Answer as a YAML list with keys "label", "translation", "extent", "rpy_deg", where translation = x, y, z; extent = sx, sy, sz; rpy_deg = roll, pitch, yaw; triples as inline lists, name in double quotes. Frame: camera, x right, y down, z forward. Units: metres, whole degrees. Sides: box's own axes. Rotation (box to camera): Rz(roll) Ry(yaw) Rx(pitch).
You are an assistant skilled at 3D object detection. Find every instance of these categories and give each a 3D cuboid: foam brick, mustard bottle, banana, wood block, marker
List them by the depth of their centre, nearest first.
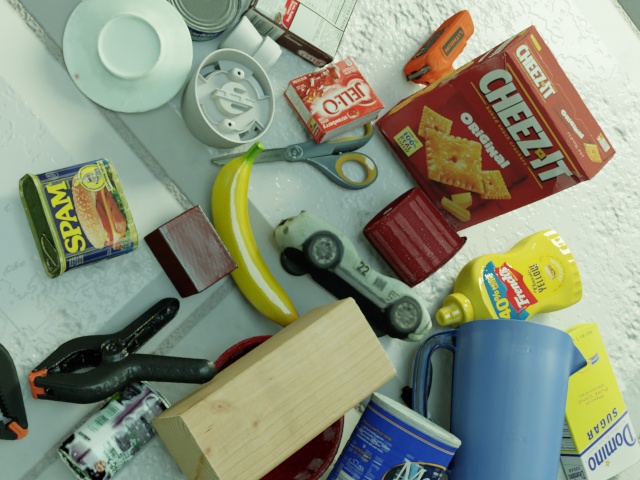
- label: "wood block"
  translation: [-0.042, 0.148, 1.013]
  extent: [0.205, 0.091, 0.090]
  rpy_deg: [-33, 96, -27]
- label: "foam brick"
  translation: [-0.132, 0.012, 1.080]
  extent: [0.051, 0.053, 0.078]
  rpy_deg: [-35, 98, -27]
- label: "banana"
  translation: [-0.074, 0.001, 1.107]
  extent: [0.037, 0.070, 0.198]
  rpy_deg: [-18, 96, -62]
- label: "marker"
  translation: [0.125, 0.214, 1.188]
  extent: [0.020, 0.020, 0.121]
  rpy_deg: [-36, 97, -27]
- label: "mustard bottle"
  translation: [0.213, 0.059, 1.240]
  extent: [0.191, 0.058, 0.096]
  rpy_deg: [-20, 89, -28]

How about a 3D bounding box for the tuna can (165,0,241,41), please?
- label: "tuna can"
  translation: [-0.130, -0.258, 1.143]
  extent: [0.086, 0.034, 0.086]
  rpy_deg: [5, 78, -26]

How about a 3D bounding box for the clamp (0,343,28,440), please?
- label: "clamp"
  translation: [-0.340, 0.099, 0.967]
  extent: [0.210, 0.036, 0.164]
  rpy_deg: [41, 66, -16]

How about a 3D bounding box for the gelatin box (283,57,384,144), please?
- label: "gelatin box"
  translation: [0.016, -0.157, 1.188]
  extent: [0.089, 0.030, 0.073]
  rpy_deg: [-26, 75, -28]

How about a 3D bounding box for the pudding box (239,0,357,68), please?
- label: "pudding box"
  translation: [-0.022, -0.260, 1.196]
  extent: [0.113, 0.039, 0.090]
  rpy_deg: [29, 68, -21]

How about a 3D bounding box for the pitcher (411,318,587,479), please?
- label: "pitcher"
  translation: [0.188, 0.211, 1.150]
  extent: [0.144, 0.149, 0.243]
  rpy_deg: [29, 62, -43]

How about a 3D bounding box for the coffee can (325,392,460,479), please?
- label: "coffee can"
  translation: [0.064, 0.240, 1.082]
  extent: [0.102, 0.103, 0.140]
  rpy_deg: [29, 88, -19]

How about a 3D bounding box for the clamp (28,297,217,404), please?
- label: "clamp"
  translation: [-0.194, 0.107, 1.024]
  extent: [0.171, 0.120, 0.039]
  rpy_deg: [-9, 122, -14]

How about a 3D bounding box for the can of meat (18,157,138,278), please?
- label: "can of meat"
  translation: [-0.233, -0.024, 1.034]
  extent: [0.083, 0.058, 0.102]
  rpy_deg: [-18, 89, -31]

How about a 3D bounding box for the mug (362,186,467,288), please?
- label: "mug"
  translation: [0.105, -0.009, 1.190]
  extent: [0.081, 0.093, 0.117]
  rpy_deg: [50, 32, -4]

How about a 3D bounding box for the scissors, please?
- label: "scissors"
  translation: [-0.015, -0.081, 1.175]
  extent: [0.201, 0.016, 0.096]
  rpy_deg: [-26, 88, -28]

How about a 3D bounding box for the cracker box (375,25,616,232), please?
- label: "cracker box"
  translation: [0.184, -0.112, 1.166]
  extent: [0.072, 0.214, 0.164]
  rpy_deg: [-43, 102, -37]

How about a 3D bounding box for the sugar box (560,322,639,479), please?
- label: "sugar box"
  translation: [0.314, 0.196, 1.271]
  extent: [0.093, 0.048, 0.176]
  rpy_deg: [-20, 88, -28]

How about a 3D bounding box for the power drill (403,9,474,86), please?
- label: "power drill"
  translation: [0.204, -0.182, 1.282]
  extent: [0.187, 0.057, 0.184]
  rpy_deg: [46, 64, -12]

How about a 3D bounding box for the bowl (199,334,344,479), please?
- label: "bowl"
  translation: [-0.059, 0.178, 1.082]
  extent: [0.161, 0.055, 0.162]
  rpy_deg: [5, 78, -26]
